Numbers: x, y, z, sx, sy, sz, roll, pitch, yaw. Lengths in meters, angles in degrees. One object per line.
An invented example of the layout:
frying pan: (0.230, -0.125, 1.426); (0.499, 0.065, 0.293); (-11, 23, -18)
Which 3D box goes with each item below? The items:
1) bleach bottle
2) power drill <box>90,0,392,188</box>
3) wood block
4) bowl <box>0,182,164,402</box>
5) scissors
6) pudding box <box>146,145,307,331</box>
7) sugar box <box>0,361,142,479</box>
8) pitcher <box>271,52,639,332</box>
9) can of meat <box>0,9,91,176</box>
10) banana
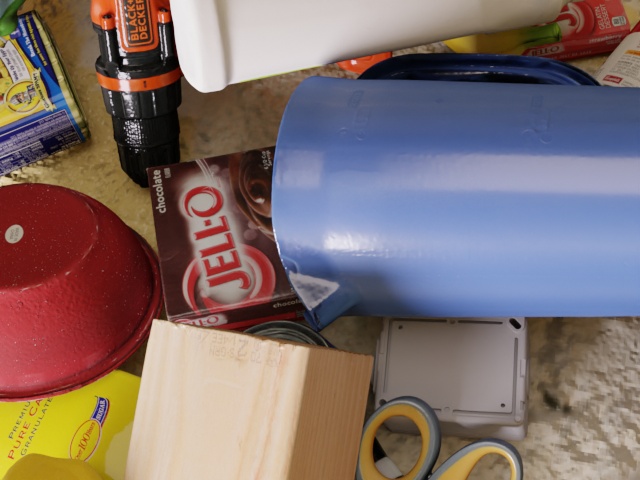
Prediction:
bleach bottle: (0.045, -0.137, 0.607); (0.250, 0.103, 0.068); (-10, 106, -11)
power drill: (-0.049, -0.129, 0.675); (0.187, 0.184, 0.057); (-11, 31, -14)
wood block: (-0.045, 0.150, 0.536); (0.090, 0.090, 0.206); (8, 85, 24)
bowl: (-0.175, 0.016, 0.633); (0.162, 0.055, 0.162); (1, 44, -1)
scissors: (0.018, 0.165, 0.567); (0.202, 0.016, 0.096); (-42, 77, 6)
pudding box: (-0.054, 0.001, 0.653); (0.090, 0.039, 0.113); (-10, 56, -5)
sugar box: (-0.173, 0.107, 0.631); (0.176, 0.048, 0.093); (18, 70, 12)
pitcher: (0.107, -0.029, 0.555); (0.243, 0.144, 0.149); (1, 95, 18)
can of meat: (-0.209, -0.097, 0.716); (0.084, 0.057, 0.102); (-24, 66, -5)
banana: (0.093, -0.181, 0.719); (0.070, 0.037, 0.198); (-30, 57, 11)
